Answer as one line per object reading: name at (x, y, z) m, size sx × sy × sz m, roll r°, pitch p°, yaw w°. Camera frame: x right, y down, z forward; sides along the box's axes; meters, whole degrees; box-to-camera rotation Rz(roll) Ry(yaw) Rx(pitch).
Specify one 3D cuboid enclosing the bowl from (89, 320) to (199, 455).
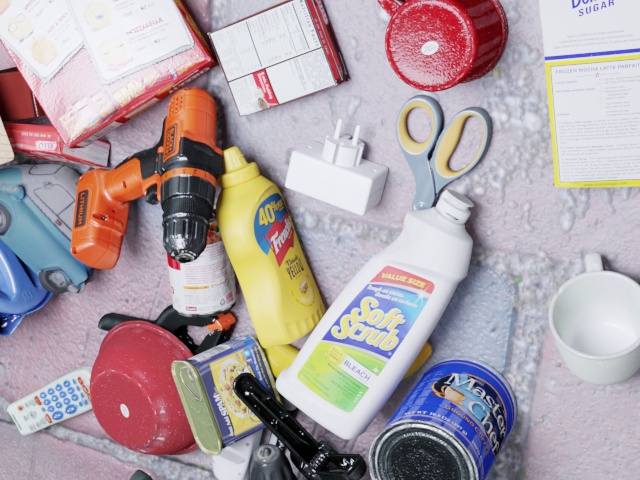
bowl at (-0.195, 0.170, 1.146) m, size 0.162 × 0.055 × 0.162 m, roll 13°, pitch 115°, yaw 28°

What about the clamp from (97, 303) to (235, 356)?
clamp at (-0.169, 0.106, 1.162) m, size 0.172 × 0.039 × 0.120 m, roll -35°, pitch 94°, yaw 30°

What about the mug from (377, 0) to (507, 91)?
mug at (0.096, -0.181, 0.913) m, size 0.117 × 0.081 × 0.093 m, roll 43°, pitch 119°, yaw 6°

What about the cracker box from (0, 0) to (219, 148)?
cracker box at (-0.223, -0.219, 1.025) m, size 0.164 × 0.072 × 0.213 m, roll -31°, pitch 93°, yaw 5°

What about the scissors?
scissors at (0.084, -0.051, 1.002) m, size 0.096 × 0.016 × 0.202 m, roll 38°, pitch 119°, yaw 9°

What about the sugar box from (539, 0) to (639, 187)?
sugar box at (0.237, -0.133, 0.887) m, size 0.093 × 0.048 × 0.176 m, roll 0°, pitch 104°, yaw 25°

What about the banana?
banana at (0.017, 0.125, 1.082) m, size 0.198 × 0.037 × 0.069 m, roll 5°, pitch 110°, yaw 23°

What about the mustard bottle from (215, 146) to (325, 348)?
mustard bottle at (-0.056, 0.001, 1.039) m, size 0.058 × 0.096 × 0.191 m, roll -15°, pitch 101°, yaw 28°

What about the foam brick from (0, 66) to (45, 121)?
foam brick at (-0.293, -0.157, 1.103) m, size 0.051 × 0.078 × 0.053 m, roll -3°, pitch 104°, yaw 26°

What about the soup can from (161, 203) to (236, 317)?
soup can at (-0.123, 0.020, 1.092) m, size 0.069 × 0.068 × 0.102 m, roll 4°, pitch 110°, yaw 23°

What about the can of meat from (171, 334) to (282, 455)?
can of meat at (-0.094, 0.156, 1.097) m, size 0.058 × 0.083 × 0.102 m, roll -10°, pitch 101°, yaw 59°

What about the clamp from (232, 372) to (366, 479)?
clamp at (-0.008, 0.214, 1.064) m, size 0.165 × 0.036 × 0.210 m, roll 35°, pitch 161°, yaw 27°

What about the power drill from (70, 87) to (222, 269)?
power drill at (-0.169, -0.038, 1.040) m, size 0.188 × 0.184 × 0.057 m, roll -26°, pitch 140°, yaw 38°

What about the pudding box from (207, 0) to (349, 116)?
pudding box at (-0.039, -0.174, 1.003) m, size 0.114 × 0.039 × 0.090 m, roll -15°, pitch 100°, yaw 26°

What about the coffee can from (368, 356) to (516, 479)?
coffee can at (0.117, 0.183, 0.997) m, size 0.103 × 0.140 × 0.103 m, roll 8°, pitch 111°, yaw 22°

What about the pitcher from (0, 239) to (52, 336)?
pitcher at (-0.425, 0.056, 1.220) m, size 0.243 × 0.149 × 0.145 m, roll -29°, pitch 109°, yaw 33°

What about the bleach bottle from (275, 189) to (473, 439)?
bleach bottle at (0.060, 0.060, 0.999) m, size 0.103 × 0.068 × 0.251 m, roll 35°, pitch 109°, yaw 15°

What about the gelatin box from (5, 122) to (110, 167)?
gelatin box at (-0.273, -0.098, 1.106) m, size 0.073 × 0.089 × 0.030 m, roll 7°, pitch 87°, yaw 22°

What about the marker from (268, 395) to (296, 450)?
marker at (-0.046, 0.215, 1.153) m, size 0.020 × 0.020 × 0.121 m, roll 24°, pitch 116°, yaw 15°
